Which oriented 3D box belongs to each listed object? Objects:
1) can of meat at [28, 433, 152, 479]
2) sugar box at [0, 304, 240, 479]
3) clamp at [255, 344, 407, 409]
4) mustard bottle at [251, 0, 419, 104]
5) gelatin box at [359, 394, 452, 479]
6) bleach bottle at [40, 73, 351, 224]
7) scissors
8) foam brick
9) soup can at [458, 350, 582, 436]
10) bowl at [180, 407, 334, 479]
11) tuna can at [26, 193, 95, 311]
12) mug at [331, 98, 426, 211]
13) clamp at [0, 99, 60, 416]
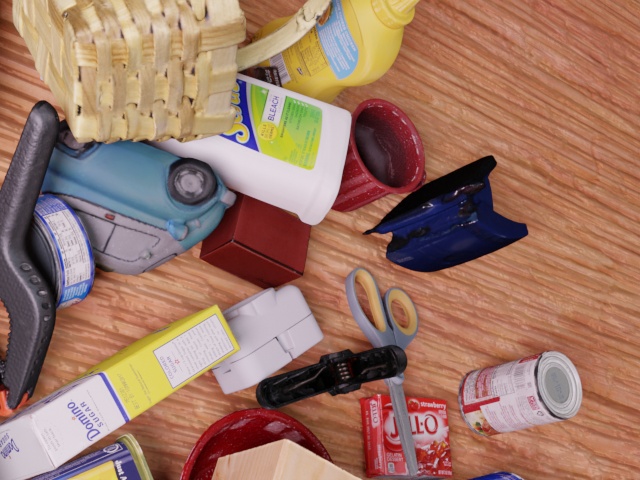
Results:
[{"bbox_3d":[-0.155,0.198,0.742,0.083,0.058,0.102,-20,84,-28],"label":"can of meat"},{"bbox_3d":[-0.151,0.109,0.767,0.175,0.094,0.048,-27,91,-44],"label":"sugar box"},{"bbox_3d":[0.025,0.108,0.887,0.171,0.120,0.039,-1,81,-75],"label":"clamp"},{"bbox_3d":[0.018,-0.181,0.956,0.058,0.192,0.096,-12,81,-43],"label":"mustard bottle"},{"bbox_3d":[0.079,0.181,0.979,0.089,0.030,0.073,12,66,-37],"label":"gelatin box"},{"bbox_3d":[-0.104,-0.098,0.871,0.250,0.068,0.102,18,58,-11],"label":"bleach bottle"},{"bbox_3d":[0.076,0.116,0.984,0.096,0.016,0.202,4,58,-48],"label":"scissors"},{"bbox_3d":[-0.056,0.001,0.918,0.078,0.053,0.051,27,58,-32],"label":"foam brick"},{"bbox_3d":[0.194,0.150,1.040,0.068,0.102,0.068,16,63,-35],"label":"soup can"},{"bbox_3d":[-0.057,0.215,0.832,0.161,0.055,0.162,16,64,-36],"label":"bowl"},{"bbox_3d":[-0.200,0.010,0.768,0.033,0.086,0.086,-21,88,-45],"label":"tuna can"},{"bbox_3d":[0.047,-0.072,1.014,0.117,0.082,0.093,20,61,-34],"label":"mug"},{"bbox_3d":[-0.242,0.016,0.728,0.036,0.165,0.210,-36,122,-72],"label":"clamp"}]
